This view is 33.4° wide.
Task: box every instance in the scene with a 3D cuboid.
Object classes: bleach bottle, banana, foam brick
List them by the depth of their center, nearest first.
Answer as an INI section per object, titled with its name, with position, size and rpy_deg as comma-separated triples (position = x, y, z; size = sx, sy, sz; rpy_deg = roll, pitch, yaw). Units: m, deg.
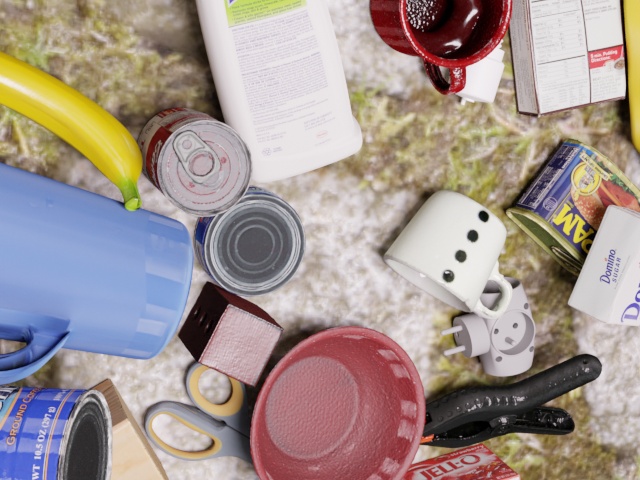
[bleach bottle]
position = -0.035, -0.165, 0.754
size = 0.102, 0.068, 0.251
rpy_deg = -20, 130, -12
[banana]
position = -0.201, -0.096, 0.762
size = 0.197, 0.069, 0.037
rpy_deg = 33, 109, -8
[foam brick]
position = -0.071, 0.072, 0.837
size = 0.051, 0.078, 0.053
rpy_deg = 27, 90, -21

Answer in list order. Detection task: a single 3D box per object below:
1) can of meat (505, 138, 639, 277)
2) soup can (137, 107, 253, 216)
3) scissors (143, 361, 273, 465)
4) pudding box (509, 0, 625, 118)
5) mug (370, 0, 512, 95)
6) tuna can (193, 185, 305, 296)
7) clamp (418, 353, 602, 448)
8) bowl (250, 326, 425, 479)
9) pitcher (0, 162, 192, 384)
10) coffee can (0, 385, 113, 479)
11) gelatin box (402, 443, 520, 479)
[can of meat]
position = 0.226, -0.026, 0.926
size = 0.102, 0.057, 0.084
rpy_deg = 40, 85, -22
[soup can]
position = -0.095, -0.060, 0.786
size = 0.068, 0.102, 0.068
rpy_deg = -4, 103, -18
[scissors]
position = -0.050, 0.161, 0.898
size = 0.201, 0.016, 0.096
rpy_deg = 20, 93, -24
[pudding box]
position = 0.207, -0.167, 0.898
size = 0.090, 0.039, 0.113
rpy_deg = -13, 104, -15
[mug]
position = 0.092, -0.172, 0.834
size = 0.093, 0.082, 0.117
rpy_deg = -18, 107, -14
[tuna can]
position = -0.056, 0.001, 0.849
size = 0.086, 0.034, 0.086
rpy_deg = -4, 103, -18
[clamp]
position = 0.162, 0.143, 0.927
size = 0.171, 0.039, 0.120
rpy_deg = -6, 137, -17
[bowl]
position = 0.005, 0.145, 0.883
size = 0.161, 0.055, 0.162
rpy_deg = -4, 99, -27
[pitcher]
position = -0.218, 0.019, 0.745
size = 0.242, 0.145, 0.149
rpy_deg = 15, 94, -24
[coffee can]
position = -0.222, 0.147, 0.713
size = 0.140, 0.102, 0.103
rpy_deg = 2, 103, 7
[gelatin box]
position = 0.120, 0.214, 0.935
size = 0.089, 0.073, 0.030
rpy_deg = -13, 105, -15
